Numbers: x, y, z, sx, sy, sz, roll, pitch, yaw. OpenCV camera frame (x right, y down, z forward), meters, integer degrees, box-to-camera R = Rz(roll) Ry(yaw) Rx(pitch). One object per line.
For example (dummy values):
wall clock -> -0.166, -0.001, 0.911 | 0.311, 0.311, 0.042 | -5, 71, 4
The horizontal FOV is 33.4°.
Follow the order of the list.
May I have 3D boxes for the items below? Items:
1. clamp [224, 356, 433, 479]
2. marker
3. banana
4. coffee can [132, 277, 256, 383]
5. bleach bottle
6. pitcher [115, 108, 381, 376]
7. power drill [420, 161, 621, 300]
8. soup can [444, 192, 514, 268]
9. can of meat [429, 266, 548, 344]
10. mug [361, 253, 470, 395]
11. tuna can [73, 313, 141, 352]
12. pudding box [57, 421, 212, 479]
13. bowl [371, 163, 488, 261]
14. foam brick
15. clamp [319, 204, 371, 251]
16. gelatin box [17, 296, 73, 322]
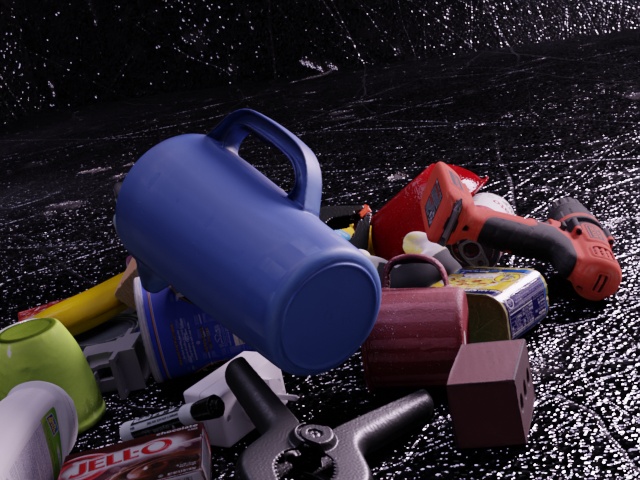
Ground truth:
clamp -> 0.004, 0.150, 0.758 | 0.164, 0.036, 0.210 | 6, 23, -1
marker -> -0.119, 0.144, 0.860 | 0.121, 0.020, 0.020 | -23, 5, 40
banana -> -0.244, 0.067, 1.127 | 0.070, 0.037, 0.197 | 5, 23, 43
coffee can -> -0.098, 0.070, 1.019 | 0.140, 0.103, 0.103 | -13, 15, -4
bleach bottle -> -0.227, 0.173, 0.794 | 0.068, 0.102, 0.251 | -4, 10, 2
pitcher -> -0.056, 0.001, 0.881 | 0.144, 0.149, 0.243 | -25, 36, -25
power drill -> 0.195, -0.019, 1.053 | 0.187, 0.057, 0.184 | 17, 22, -6
soup can -> 0.171, -0.007, 1.158 | 0.069, 0.068, 0.102 | -5, 16, 22
can of meat -> 0.144, 0.060, 0.963 | 0.102, 0.057, 0.083 | 2, 18, 39
mug -> 0.080, 0.068, 0.885 | 0.081, 0.117, 0.093 | -3, -12, 12
tuna can -> -0.223, 0.107, 1.109 | 0.086, 0.034, 0.086 | -11, 15, 3
pudding box -> -0.137, 0.178, 0.784 | 0.113, 0.039, 0.090 | -12, 14, -3
bowl -> 0.108, -0.035, 1.183 | 0.162, 0.055, 0.162 | -42, 0, -1
foam brick -> 0.128, 0.113, 0.795 | 0.051, 0.053, 0.078 | -6, 17, 19
clamp -> 0.000, 0.019, 1.131 | 0.171, 0.120, 0.039 | -27, -18, -30
gelatin box -> -0.300, 0.092, 1.226 | 0.089, 0.030, 0.073 | -16, 16, -14
